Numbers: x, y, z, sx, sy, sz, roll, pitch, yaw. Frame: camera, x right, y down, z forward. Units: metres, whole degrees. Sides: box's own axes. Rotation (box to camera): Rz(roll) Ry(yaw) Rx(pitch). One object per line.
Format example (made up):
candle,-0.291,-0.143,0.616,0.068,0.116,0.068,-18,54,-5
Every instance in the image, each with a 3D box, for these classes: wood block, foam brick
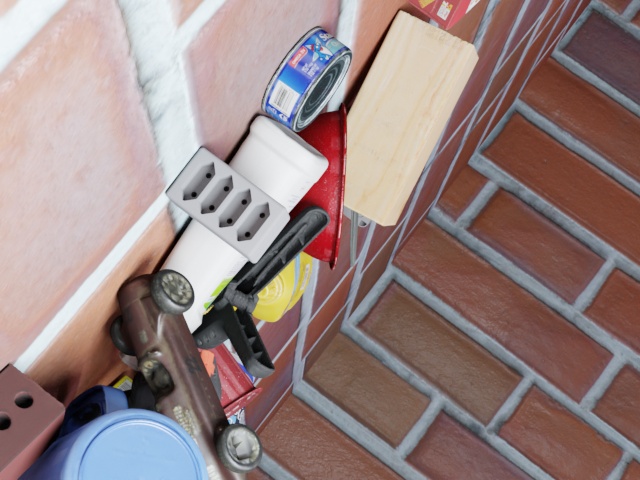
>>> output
wood block,0.081,-0.127,1.142,0.206,0.090,0.090,-64,171,7
foam brick,-0.224,0.136,0.745,0.078,0.053,0.051,-48,170,-39

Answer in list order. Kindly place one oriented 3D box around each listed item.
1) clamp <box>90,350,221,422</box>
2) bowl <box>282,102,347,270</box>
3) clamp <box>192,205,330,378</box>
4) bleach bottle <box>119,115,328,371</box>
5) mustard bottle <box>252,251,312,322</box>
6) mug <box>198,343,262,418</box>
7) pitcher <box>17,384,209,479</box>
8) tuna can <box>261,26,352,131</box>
clamp,-0.134,0.150,0.963,0.172,0.120,0.039,-31,-134,41
bowl,-0.009,-0.053,1.028,0.162,0.055,0.162,-178,-89,-87
clamp,-0.073,0.046,0.991,0.210,0.036,0.164,-5,-124,57
bleach bottle,-0.095,0.011,0.932,0.251,0.068,0.102,-52,172,7
mustard bottle,-0.051,0.045,1.247,0.191,0.058,0.096,-40,146,-80
mug,-0.113,0.141,1.080,0.093,0.081,0.117,-41,169,26
pitcher,-0.178,0.199,0.832,0.144,0.149,0.243,-33,177,-36
tuna can,-0.010,-0.134,0.897,0.086,0.034,0.086,-52,172,-11
